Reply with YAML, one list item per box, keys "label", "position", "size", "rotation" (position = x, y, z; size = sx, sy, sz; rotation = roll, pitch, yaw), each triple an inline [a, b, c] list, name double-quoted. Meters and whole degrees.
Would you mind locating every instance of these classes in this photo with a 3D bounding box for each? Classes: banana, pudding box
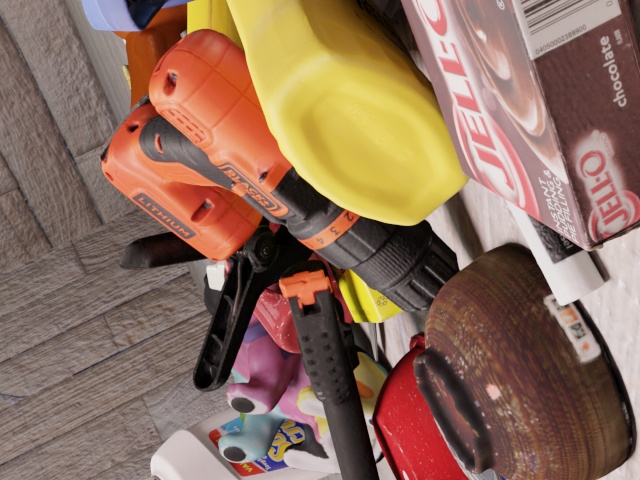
- label: "banana"
  position: [-0.065, -0.134, 0.668]
  size: [0.070, 0.037, 0.198]
  rotation: [112, 157, -76]
- label: "pudding box"
  position: [0.061, -0.062, 0.336]
  size: [0.113, 0.039, 0.090]
  rotation: [68, 170, -24]

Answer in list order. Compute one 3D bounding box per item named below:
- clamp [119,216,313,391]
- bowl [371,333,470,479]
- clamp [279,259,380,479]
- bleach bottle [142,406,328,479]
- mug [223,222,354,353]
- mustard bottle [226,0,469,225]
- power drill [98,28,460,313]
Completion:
- label: "clamp"
  position: [-0.055, 0.001, 0.695]
  size: [0.039, 0.171, 0.120]
  rotation: [14, 148, 37]
- label: "bowl"
  position: [0.080, 0.147, 0.725]
  size: [0.162, 0.055, 0.162]
  rotation: [60, 170, 18]
- label: "clamp"
  position: [0.008, 0.083, 0.700]
  size: [0.210, 0.036, 0.164]
  rotation: [72, -176, -66]
- label: "bleach bottle"
  position: [-0.054, 0.195, 0.975]
  size: [0.102, 0.250, 0.068]
  rotation: [61, 142, 13]
- label: "mug"
  position: [-0.027, 0.034, 0.857]
  size: [0.117, 0.093, 0.082]
  rotation: [18, -155, -49]
- label: "mustard bottle"
  position: [-0.002, -0.094, 0.460]
  size: [0.096, 0.058, 0.192]
  rotation: [34, -157, -37]
- label: "power drill"
  position: [-0.031, -0.027, 0.565]
  size: [0.184, 0.057, 0.188]
  rotation: [42, 161, -19]
